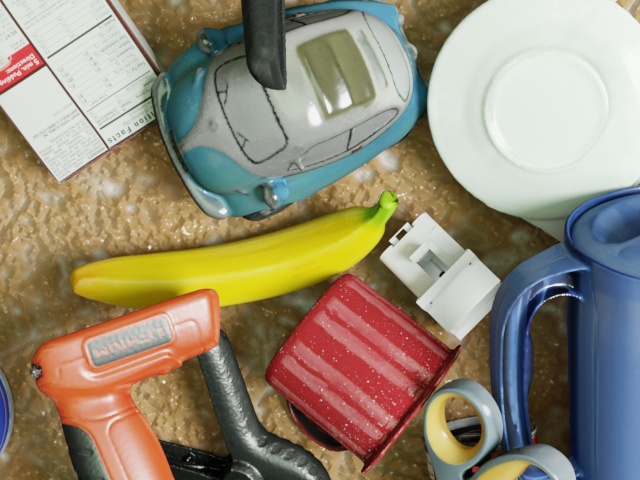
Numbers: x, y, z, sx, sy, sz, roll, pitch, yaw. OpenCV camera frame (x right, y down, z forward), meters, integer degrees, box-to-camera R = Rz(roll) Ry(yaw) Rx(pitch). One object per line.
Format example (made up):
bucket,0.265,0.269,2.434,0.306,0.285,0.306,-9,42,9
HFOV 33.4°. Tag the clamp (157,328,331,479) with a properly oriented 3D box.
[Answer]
clamp,-0.059,0.143,0.652,0.120,0.039,0.171,-34,98,26

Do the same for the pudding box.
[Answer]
pudding box,-0.148,-0.103,0.622,0.090,0.039,0.113,-32,113,2

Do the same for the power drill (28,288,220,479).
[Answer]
power drill,-0.063,0.124,0.569,0.184,0.057,0.188,-17,84,-11

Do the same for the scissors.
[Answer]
scissors,0.063,0.139,0.601,0.016,0.202,0.096,-28,83,-38

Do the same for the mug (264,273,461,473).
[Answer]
mug,0.017,0.081,0.628,0.081,0.093,0.117,38,133,6

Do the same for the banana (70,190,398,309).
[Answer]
banana,-0.045,0.010,0.631,0.198,0.069,0.037,-16,53,8
